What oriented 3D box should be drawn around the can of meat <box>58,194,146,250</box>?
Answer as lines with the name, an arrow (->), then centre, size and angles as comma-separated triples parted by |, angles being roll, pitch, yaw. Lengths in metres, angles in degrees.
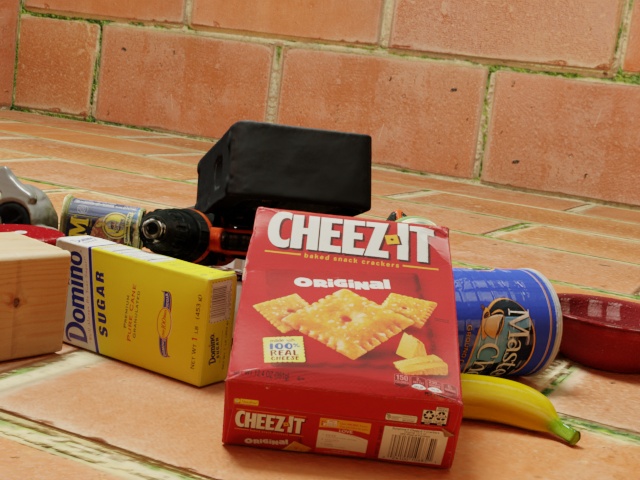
can of meat -> -0.233, 0.008, 1.132 | 0.084, 0.102, 0.057 | 8, 8, -5

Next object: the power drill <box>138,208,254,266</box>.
power drill -> -0.056, 0.001, 0.985 | 0.188, 0.057, 0.184 | 6, -1, 15

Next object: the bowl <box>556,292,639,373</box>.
bowl -> 0.302, 0.099, 1.109 | 0.162, 0.055, 0.162 | 7, 9, -1

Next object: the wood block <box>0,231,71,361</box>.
wood block -> -0.311, 0.049, 0.844 | 0.090, 0.091, 0.205 | 15, 12, 38

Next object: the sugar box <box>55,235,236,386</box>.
sugar box -> -0.155, 0.057, 0.910 | 0.176, 0.093, 0.048 | 11, 10, 30

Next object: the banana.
banana -> 0.103, 0.127, 0.842 | 0.197, 0.037, 0.069 | 6, 8, -8

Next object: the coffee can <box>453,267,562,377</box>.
coffee can -> 0.134, 0.075, 0.978 | 0.140, 0.103, 0.103 | 2, 10, -28

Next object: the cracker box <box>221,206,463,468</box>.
cracker box -> 0.019, 0.064, 0.808 | 0.164, 0.072, 0.213 | 6, 36, -1
